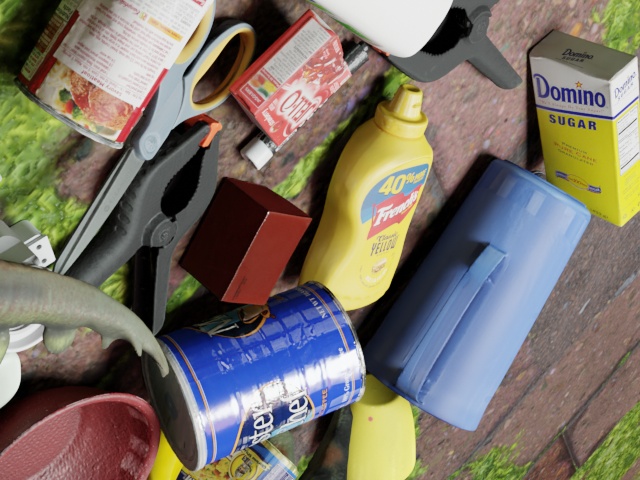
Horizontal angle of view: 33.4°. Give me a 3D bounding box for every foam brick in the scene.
[{"bbox_3d":[-0.055,0.001,0.778,0.052,0.051,0.078,11,113,-54],"label":"foam brick"}]

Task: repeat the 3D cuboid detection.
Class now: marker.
[{"bbox_3d":[-0.009,-0.099,0.765,0.121,0.020,0.020,-46,148,-9],"label":"marker"}]

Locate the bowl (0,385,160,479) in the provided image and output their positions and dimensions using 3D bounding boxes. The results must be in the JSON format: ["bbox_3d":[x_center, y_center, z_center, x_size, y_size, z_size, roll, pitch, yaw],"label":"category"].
[{"bbox_3d":[-0.194,0.158,0.756,0.161,0.055,0.162,-32,143,-28],"label":"bowl"}]

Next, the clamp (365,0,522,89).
[{"bbox_3d":[0.117,-0.182,0.823,0.209,0.036,0.165,-15,134,-43],"label":"clamp"}]

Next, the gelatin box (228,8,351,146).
[{"bbox_3d":[-0.018,-0.104,0.705,0.073,0.030,0.089,-44,169,-1],"label":"gelatin box"}]

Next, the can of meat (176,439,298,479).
[{"bbox_3d":[-0.080,0.192,0.893,0.084,0.102,0.057,-48,149,-10],"label":"can of meat"}]

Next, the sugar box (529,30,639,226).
[{"bbox_3d":[0.249,-0.102,0.991,0.048,0.093,0.176,-42,136,-20],"label":"sugar box"}]

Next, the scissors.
[{"bbox_3d":[-0.106,-0.077,0.630,0.201,0.016,0.096,-50,143,-28],"label":"scissors"}]

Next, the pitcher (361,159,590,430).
[{"bbox_3d":[0.148,0.049,1.009,0.144,0.149,0.243,26,98,-29],"label":"pitcher"}]

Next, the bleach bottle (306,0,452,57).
[{"bbox_3d":[-0.028,-0.182,0.600,0.250,0.103,0.068,17,113,-50],"label":"bleach bottle"}]

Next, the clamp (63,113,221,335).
[{"bbox_3d":[-0.121,-0.007,0.696,0.120,0.039,0.171,-6,122,-61],"label":"clamp"}]

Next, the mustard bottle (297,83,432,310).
[{"bbox_3d":[0.044,-0.037,0.858,0.096,0.058,0.192,-17,134,-44],"label":"mustard bottle"}]

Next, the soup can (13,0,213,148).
[{"bbox_3d":[-0.111,-0.111,0.579,0.102,0.069,0.068,-56,148,7],"label":"soup can"}]

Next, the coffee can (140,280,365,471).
[{"bbox_3d":[-0.051,0.100,0.809,0.140,0.103,0.103,-19,137,-24],"label":"coffee can"}]
